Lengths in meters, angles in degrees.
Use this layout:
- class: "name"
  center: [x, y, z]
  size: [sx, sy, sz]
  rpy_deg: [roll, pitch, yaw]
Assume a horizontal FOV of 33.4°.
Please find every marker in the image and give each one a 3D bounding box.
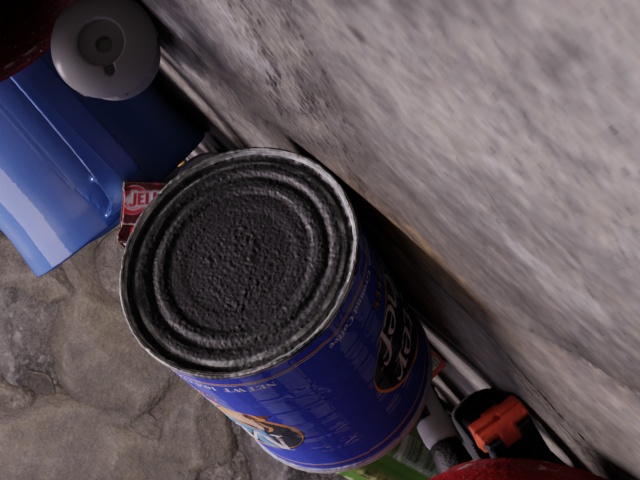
- class: "marker"
  center: [0.048, 0.075, 0.537]
  size: [0.121, 0.020, 0.020]
  rpy_deg: [63, -176, 32]

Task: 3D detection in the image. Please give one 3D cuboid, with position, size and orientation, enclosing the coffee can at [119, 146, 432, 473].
- class: "coffee can"
  center: [-0.013, 0.037, 0.482]
  size: [0.103, 0.103, 0.140]
  rpy_deg: [41, 172, 31]

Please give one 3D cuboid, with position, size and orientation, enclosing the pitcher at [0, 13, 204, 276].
- class: "pitcher"
  center: [-0.188, -0.107, 0.616]
  size: [0.242, 0.149, 0.144]
  rpy_deg: [50, -145, -13]

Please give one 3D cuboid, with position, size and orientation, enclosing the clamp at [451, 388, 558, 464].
- class: "clamp"
  center: [0.111, 0.132, 0.559]
  size: [0.120, 0.039, 0.171]
  rpy_deg: [44, 174, 25]
